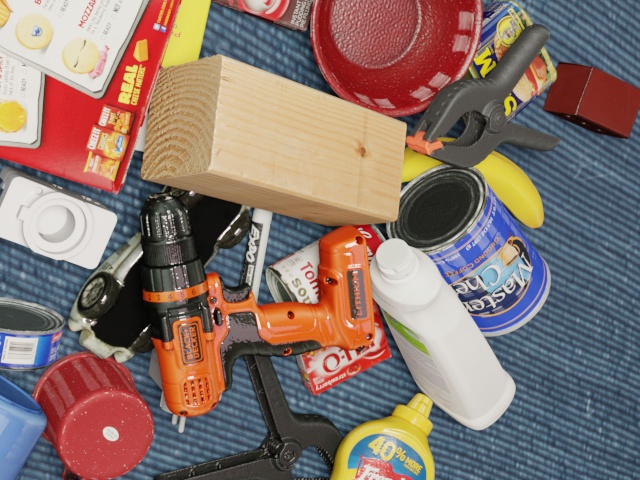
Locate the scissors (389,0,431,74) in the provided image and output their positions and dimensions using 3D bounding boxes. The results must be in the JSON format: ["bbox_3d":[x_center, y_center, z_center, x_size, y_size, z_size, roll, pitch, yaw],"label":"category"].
[{"bbox_3d":[0.078,-0.215,0.970,0.096,0.016,0.202,37,86,-27],"label":"scissors"}]

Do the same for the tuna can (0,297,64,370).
[{"bbox_3d":[-0.249,0.073,0.847,0.086,0.086,0.034,8,101,-28],"label":"tuna can"}]

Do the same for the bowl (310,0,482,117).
[{"bbox_3d":[0.058,-0.191,0.928,0.162,0.055,0.162,-6,108,-20],"label":"bowl"}]

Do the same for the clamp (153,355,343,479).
[{"bbox_3d":[-0.037,0.187,1.008,0.209,0.036,0.164,26,88,-32],"label":"clamp"}]

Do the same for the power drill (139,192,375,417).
[{"bbox_3d":[-0.053,0.040,0.881,0.187,0.057,0.184,-11,104,-18],"label":"power drill"}]

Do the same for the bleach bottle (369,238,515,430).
[{"bbox_3d":[0.104,0.079,0.960,0.068,0.103,0.250,-48,144,-13],"label":"bleach bottle"}]

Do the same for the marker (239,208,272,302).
[{"bbox_3d":[-0.056,0.001,0.960,0.020,0.020,0.121,6,100,-27],"label":"marker"}]

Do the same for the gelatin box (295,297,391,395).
[{"bbox_3d":[0.018,0.094,1.014,0.089,0.030,0.073,-24,113,-19],"label":"gelatin box"}]

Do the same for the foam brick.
[{"bbox_3d":[0.272,-0.139,1.063,0.078,0.053,0.051,18,95,-28],"label":"foam brick"}]

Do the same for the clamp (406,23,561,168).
[{"bbox_3d":[0.153,-0.105,0.953,0.171,0.039,0.120,-33,115,-21],"label":"clamp"}]

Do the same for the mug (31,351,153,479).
[{"bbox_3d":[-0.193,0.161,0.899,0.093,0.082,0.117,17,95,-29],"label":"mug"}]

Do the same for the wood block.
[{"bbox_3d":[-0.033,-0.074,0.872,0.205,0.090,0.091,14,79,-43],"label":"wood block"}]

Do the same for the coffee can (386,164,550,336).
[{"bbox_3d":[0.140,0.010,0.997,0.103,0.103,0.140,-49,129,-7],"label":"coffee can"}]

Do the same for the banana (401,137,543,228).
[{"bbox_3d":[0.148,-0.061,1.036,0.197,0.037,0.070,12,125,-25],"label":"banana"}]

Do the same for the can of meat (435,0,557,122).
[{"bbox_3d":[0.164,-0.163,1.003,0.084,0.058,0.102,-41,118,-14],"label":"can of meat"}]

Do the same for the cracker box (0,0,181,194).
[{"bbox_3d":[-0.224,-0.145,0.780,0.213,0.072,0.164,18,96,-11],"label":"cracker box"}]

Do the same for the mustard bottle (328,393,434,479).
[{"bbox_3d":[0.054,0.230,1.012,0.096,0.058,0.191,33,71,-2],"label":"mustard bottle"}]

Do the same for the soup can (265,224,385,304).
[{"bbox_3d":[0.009,0.030,0.972,0.102,0.069,0.068,-29,114,-16],"label":"soup can"}]

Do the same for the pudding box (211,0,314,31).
[{"bbox_3d":[-0.040,-0.242,0.891,0.089,0.039,0.113,13,98,-28],"label":"pudding box"}]
